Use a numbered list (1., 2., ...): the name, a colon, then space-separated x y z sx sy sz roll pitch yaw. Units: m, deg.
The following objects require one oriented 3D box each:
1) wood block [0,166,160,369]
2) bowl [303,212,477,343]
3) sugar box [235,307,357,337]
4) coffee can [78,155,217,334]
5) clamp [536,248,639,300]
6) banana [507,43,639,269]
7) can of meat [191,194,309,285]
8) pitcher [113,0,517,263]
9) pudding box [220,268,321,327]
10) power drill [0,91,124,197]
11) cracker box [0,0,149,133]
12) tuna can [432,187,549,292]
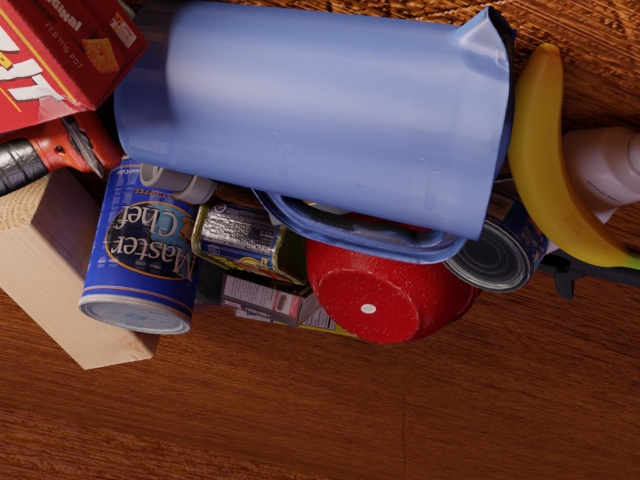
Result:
1. wood block: -0.243 0.026 1.040 0.091 0.090 0.206 -13 134 24
2. bowl: 0.050 0.038 0.909 0.162 0.055 0.162 17 140 15
3. sugar box: -0.006 0.073 1.213 0.176 0.048 0.093 8 -172 -1
4. coffee can: -0.157 0.005 0.981 0.103 0.140 0.103 8 162 3
5. clamp: 0.234 0.021 1.011 0.171 0.039 0.120 24 152 -29
6. banana: 0.167 -0.047 0.735 0.070 0.037 0.197 -21 123 23
7. can of meat: -0.056 0.001 0.971 0.084 0.057 0.102 13 172 20
8. pitcher: -0.001 -0.076 0.684 0.243 0.149 0.145 10 175 7
9. pudding box: -0.043 0.048 1.115 0.090 0.039 0.113 15 -161 14
10. power drill: -0.223 -0.059 0.736 0.188 0.184 0.057 -25 117 9
11. cracker box: -0.234 -0.137 0.629 0.214 0.072 0.164 -6 134 39
12. tuna can: 0.130 0.000 0.824 0.086 0.033 0.086 25 146 18
